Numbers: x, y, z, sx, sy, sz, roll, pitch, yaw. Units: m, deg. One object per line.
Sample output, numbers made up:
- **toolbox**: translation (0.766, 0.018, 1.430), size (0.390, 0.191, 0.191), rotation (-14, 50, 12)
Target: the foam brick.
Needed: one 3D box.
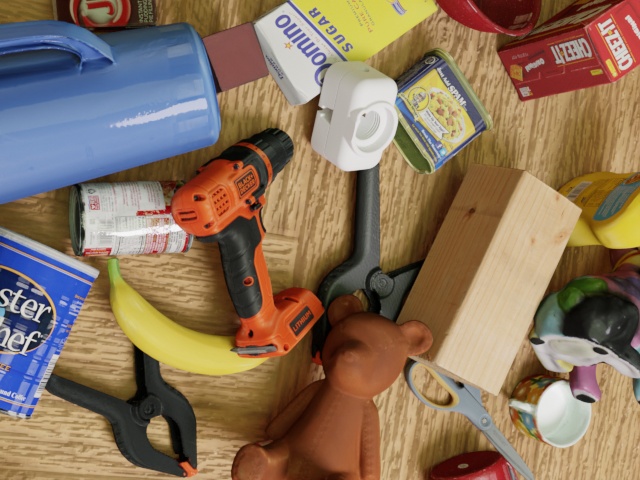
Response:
- **foam brick**: translation (-0.090, -0.167, 0.995), size (0.051, 0.078, 0.053), rotation (-23, 100, -21)

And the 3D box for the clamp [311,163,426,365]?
- **clamp**: translation (0.050, 0.032, 1.078), size (0.164, 0.036, 0.210), rotation (45, 74, -19)

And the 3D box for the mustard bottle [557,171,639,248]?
- **mustard bottle**: translation (0.315, -0.032, 1.099), size (0.096, 0.192, 0.058), rotation (-41, 105, -16)

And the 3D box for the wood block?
- **wood block**: translation (0.162, 0.037, 1.066), size (0.090, 0.091, 0.206), rotation (29, 83, -31)

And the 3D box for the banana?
- **banana**: translation (-0.122, 0.087, 0.990), size (0.197, 0.037, 0.069), rotation (32, 69, -32)

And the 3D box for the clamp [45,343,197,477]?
- **clamp**: translation (-0.177, 0.156, 0.989), size (0.120, 0.039, 0.171), rotation (-28, 99, -22)

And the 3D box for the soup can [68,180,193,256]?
- **soup can**: translation (-0.173, -0.020, 0.972), size (0.102, 0.069, 0.068), rotation (-3, 92, -21)

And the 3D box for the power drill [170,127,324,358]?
- **power drill**: translation (-0.057, 0.001, 1.000), size (0.184, 0.057, 0.187), rotation (-43, 119, -52)

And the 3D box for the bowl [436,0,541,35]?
- **bowl**: translation (0.155, -0.273, 1.083), size (0.161, 0.055, 0.162), rotation (18, 62, -39)

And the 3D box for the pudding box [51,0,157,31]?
- **pudding box**: translation (-0.200, -0.247, 0.970), size (0.089, 0.039, 0.113), rotation (-6, 94, -21)

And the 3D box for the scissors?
- **scissors**: translation (0.177, 0.172, 1.145), size (0.201, 0.016, 0.096), rotation (34, 79, -19)

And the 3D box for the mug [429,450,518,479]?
- **mug**: translation (0.170, 0.266, 1.111), size (0.117, 0.093, 0.081), rotation (-20, 94, -42)

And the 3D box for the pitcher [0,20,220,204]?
- **pitcher**: translation (-0.212, -0.113, 0.887), size (0.242, 0.149, 0.145), rotation (-14, 102, -10)

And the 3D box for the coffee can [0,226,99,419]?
- **coffee can**: translation (-0.267, 0.069, 0.918), size (0.102, 0.103, 0.140), rotation (26, 82, -20)

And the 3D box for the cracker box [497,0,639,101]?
- **cracker box**: translation (0.314, -0.233, 1.109), size (0.213, 0.164, 0.072), rotation (-34, 102, -18)

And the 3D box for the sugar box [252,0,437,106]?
- **sugar box**: translation (0.021, -0.219, 1.056), size (0.176, 0.048, 0.093), rotation (-38, 105, -18)

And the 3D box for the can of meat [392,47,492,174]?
- **can of meat**: translation (0.112, -0.130, 1.089), size (0.084, 0.057, 0.102), rotation (-39, 104, -14)
